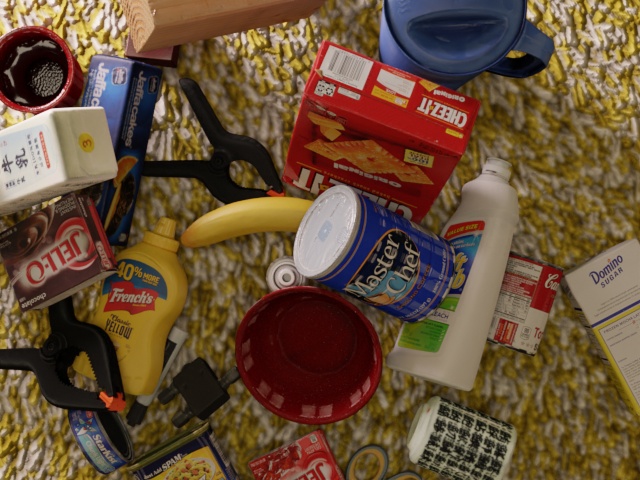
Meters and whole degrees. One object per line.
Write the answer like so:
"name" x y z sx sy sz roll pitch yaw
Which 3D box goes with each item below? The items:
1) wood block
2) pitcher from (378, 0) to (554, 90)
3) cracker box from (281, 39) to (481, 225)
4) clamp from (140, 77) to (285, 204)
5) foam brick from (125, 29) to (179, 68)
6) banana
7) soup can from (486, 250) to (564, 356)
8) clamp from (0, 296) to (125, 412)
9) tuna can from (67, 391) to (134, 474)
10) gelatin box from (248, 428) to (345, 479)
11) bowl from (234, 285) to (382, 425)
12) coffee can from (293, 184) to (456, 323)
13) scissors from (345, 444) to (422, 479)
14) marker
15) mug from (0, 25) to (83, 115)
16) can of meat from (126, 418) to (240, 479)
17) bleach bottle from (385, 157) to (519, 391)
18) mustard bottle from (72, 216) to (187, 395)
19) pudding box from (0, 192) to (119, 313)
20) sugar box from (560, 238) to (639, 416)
"wood block" -0.101 -0.271 1.126 0.205 0.090 0.091 -17 88 -23
"pitcher" 0.130 -0.208 1.084 0.145 0.243 0.149 -23 89 -1
"cracker box" 0.054 -0.098 1.092 0.164 0.214 0.072 21 68 0
"clamp" -0.121 -0.084 1.184 0.171 0.039 0.120 40 106 -1
"foam brick" -0.182 -0.234 1.179 0.053 0.051 0.078 8 89 -1
"banana" -0.052 -0.015 1.163 0.197 0.037 0.070 5 111 -6
"soup can" 0.218 0.069 1.168 0.068 0.068 0.102 19 89 0
"clamp" -0.277 0.107 1.144 0.210 0.036 0.164 29 86 29
"tuna can" -0.237 0.209 1.154 0.034 0.086 0.086 -29 89 0
"gelatin box" -0.024 0.258 1.173 0.089 0.030 0.073 -26 84 7
"bowl" -0.009 0.116 1.157 0.162 0.055 0.162 4 109 11
"coffee can" 0.057 0.016 1.123 0.140 0.103 0.103 26 89 -30
"scissors" 0.019 0.303 1.188 0.201 0.016 0.096 -30 88 -1
"marker" -0.183 0.152 1.188 0.020 0.020 0.121 28 89 0
"mug" -0.301 -0.168 1.162 0.093 0.081 0.117 -23 89 -1
"can of meat" -0.146 0.257 1.168 0.102 0.057 0.084 -29 91 -1
"bleach bottle" 0.154 0.031 1.163 0.068 0.103 0.251 23 81 -37
"mustard bottle" -0.197 0.066 1.168 0.096 0.058 0.191 18 87 22
"pudding box" -0.276 0.013 1.118 0.114 0.039 0.090 -27 79 21
"sugar box" 0.346 0.096 1.180 0.093 0.048 0.176 -27 86 -1
